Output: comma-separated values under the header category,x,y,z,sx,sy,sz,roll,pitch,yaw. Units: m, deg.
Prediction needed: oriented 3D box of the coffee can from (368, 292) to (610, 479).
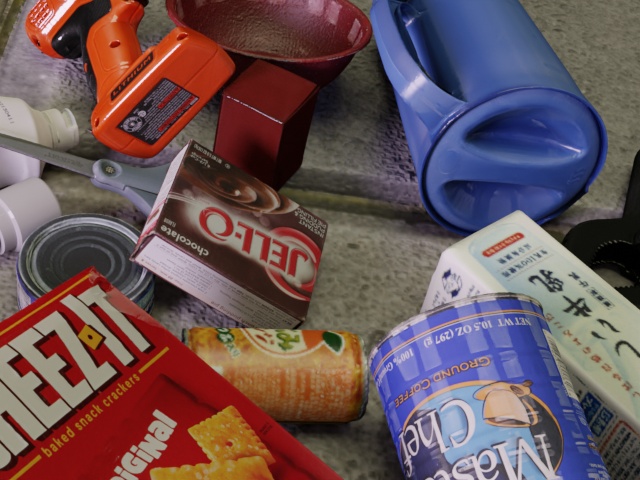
category,x,y,z,sx,sy,sz,roll,pitch,yaw
coffee can,0.093,0.113,0.562,0.102,0.103,0.140,-6,60,-19

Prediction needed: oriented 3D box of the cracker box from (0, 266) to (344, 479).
category,x,y,z,sx,sy,sz,roll,pitch,yaw
cracker box,-0.080,0.124,0.483,0.214,0.072,0.164,40,29,5

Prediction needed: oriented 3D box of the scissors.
category,x,y,z,sx,sy,sz,roll,pitch,yaw
scissors,-0.130,-0.027,0.696,0.201,0.016,0.096,5,52,-29

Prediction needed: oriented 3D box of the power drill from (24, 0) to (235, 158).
category,x,y,z,sx,sy,sz,roll,pitch,yaw
power drill,-0.127,-0.164,0.762,0.057,0.185,0.188,25,28,-45

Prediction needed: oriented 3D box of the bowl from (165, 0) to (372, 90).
category,x,y,z,sx,sy,sz,roll,pitch,yaw
bowl,-0.043,-0.154,0.835,0.162,0.055,0.162,7,34,-5

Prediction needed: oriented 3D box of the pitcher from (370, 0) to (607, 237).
category,x,y,z,sx,sy,sz,roll,pitch,yaw
pitcher,0.106,-0.131,0.805,0.145,0.149,0.243,-10,44,-4

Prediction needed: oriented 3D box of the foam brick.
category,x,y,z,sx,sy,sz,roll,pitch,yaw
foam brick,-0.041,-0.078,0.756,0.051,0.078,0.052,29,47,12

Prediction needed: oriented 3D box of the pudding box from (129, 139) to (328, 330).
category,x,y,z,sx,sy,sz,roll,pitch,yaw
pudding box,-0.054,0.001,0.677,0.113,0.039,0.090,30,42,-15

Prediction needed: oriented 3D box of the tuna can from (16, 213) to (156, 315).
category,x,y,z,sx,sy,sz,roll,pitch,yaw
tuna can,-0.145,0.023,0.662,0.086,0.034,0.086,7,45,-7
